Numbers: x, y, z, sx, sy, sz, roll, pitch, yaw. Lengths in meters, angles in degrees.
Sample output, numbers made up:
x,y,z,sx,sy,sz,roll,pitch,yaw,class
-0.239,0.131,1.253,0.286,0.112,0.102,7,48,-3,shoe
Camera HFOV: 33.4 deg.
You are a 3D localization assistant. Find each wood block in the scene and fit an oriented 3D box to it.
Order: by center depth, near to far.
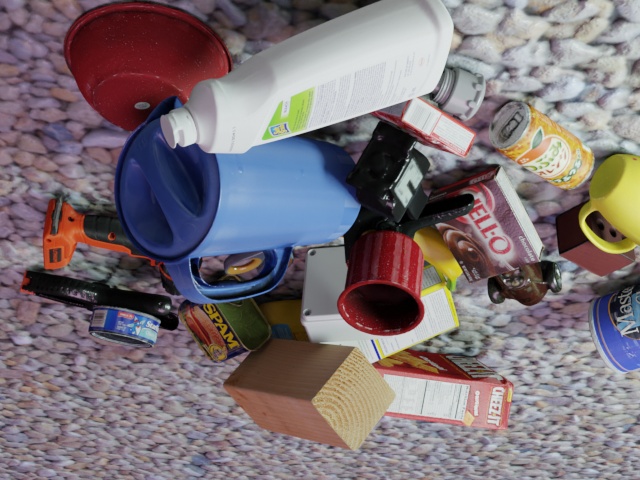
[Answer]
x,y,z,sx,sy,sz,roll,pitch,yaw,class
-0.017,0.185,1.315,0.090,0.090,0.207,51,153,-22,wood block

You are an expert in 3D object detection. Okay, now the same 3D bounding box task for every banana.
x,y,z,sx,sy,sz,roll,pitch,yaw,class
0.095,0.003,1.239,0.197,0.037,0.070,26,118,-19,banana

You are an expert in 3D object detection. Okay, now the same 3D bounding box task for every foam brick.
x,y,z,sx,sy,sz,roll,pitch,yaw,class
0.315,-0.001,1.220,0.078,0.053,0.051,24,143,-32,foam brick

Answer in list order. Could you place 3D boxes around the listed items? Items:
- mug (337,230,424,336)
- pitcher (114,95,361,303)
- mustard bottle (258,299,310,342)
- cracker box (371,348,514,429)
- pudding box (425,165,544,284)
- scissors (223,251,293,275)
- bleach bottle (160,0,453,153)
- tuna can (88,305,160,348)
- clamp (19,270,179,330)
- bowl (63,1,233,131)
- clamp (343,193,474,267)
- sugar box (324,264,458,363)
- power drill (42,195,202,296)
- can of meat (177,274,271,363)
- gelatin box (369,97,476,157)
x,y,z,sx,sy,sz,roll,pitch,yaw,class
0.068,0.051,1.158,0.093,0.081,0.117,7,138,4,mug
-0.067,-0.038,1.029,0.242,0.145,0.149,-1,127,-52,pitcher
-0.033,0.115,1.428,0.192,0.058,0.096,-7,146,14,mustard bottle
0.135,0.194,1.464,0.213,0.072,0.164,8,-174,-12,cracker box
0.181,-0.017,1.172,0.090,0.039,0.113,-21,112,33,pudding box
-0.058,0.002,1.255,0.096,0.016,0.202,-7,157,-17,scissors
-0.014,-0.135,0.896,0.250,0.068,0.103,-21,150,-21,bleach bottle
-0.245,0.108,1.331,0.086,0.033,0.086,10,165,3,tuna can
-0.279,0.073,1.368,0.210,0.036,0.165,15,166,-8,clamp
-0.165,-0.149,1.007,0.162,0.055,0.162,2,149,1,bowl
0.070,-0.032,1.162,0.120,0.039,0.172,43,125,-10,clamp
0.081,0.101,1.344,0.176,0.048,0.093,-21,133,1,sugar box
-0.233,0.010,1.274,0.187,0.057,0.185,6,151,-9,power drill
-0.126,0.104,1.387,0.084,0.057,0.102,-27,99,44,can of meat
0.096,-0.115,1.034,0.089,0.030,0.073,26,-179,-32,gelatin box
